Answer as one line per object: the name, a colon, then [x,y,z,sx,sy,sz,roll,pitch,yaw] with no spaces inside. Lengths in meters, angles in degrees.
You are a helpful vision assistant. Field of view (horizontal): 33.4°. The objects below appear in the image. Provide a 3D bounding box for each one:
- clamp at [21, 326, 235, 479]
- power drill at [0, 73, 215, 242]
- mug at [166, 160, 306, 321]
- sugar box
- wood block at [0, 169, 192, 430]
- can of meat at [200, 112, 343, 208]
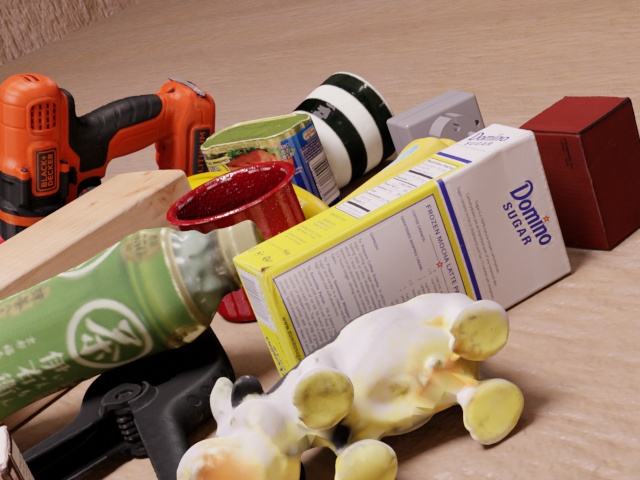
clamp: [-0.114,0.105,0.598,0.165,0.036,0.209,-12,20,16]
power drill: [-0.175,-0.052,0.870,0.187,0.184,0.057,-18,36,-41]
mug: [-0.055,0.001,0.740,0.093,0.081,0.117,-34,24,-31]
sugar box: [0.049,0.013,0.592,0.176,0.093,0.048,-28,23,-19]
wood block: [-0.181,0.035,0.764,0.090,0.091,0.205,1,30,46]
can of meat: [-0.039,-0.051,0.852,0.102,0.084,0.057,-4,26,38]
